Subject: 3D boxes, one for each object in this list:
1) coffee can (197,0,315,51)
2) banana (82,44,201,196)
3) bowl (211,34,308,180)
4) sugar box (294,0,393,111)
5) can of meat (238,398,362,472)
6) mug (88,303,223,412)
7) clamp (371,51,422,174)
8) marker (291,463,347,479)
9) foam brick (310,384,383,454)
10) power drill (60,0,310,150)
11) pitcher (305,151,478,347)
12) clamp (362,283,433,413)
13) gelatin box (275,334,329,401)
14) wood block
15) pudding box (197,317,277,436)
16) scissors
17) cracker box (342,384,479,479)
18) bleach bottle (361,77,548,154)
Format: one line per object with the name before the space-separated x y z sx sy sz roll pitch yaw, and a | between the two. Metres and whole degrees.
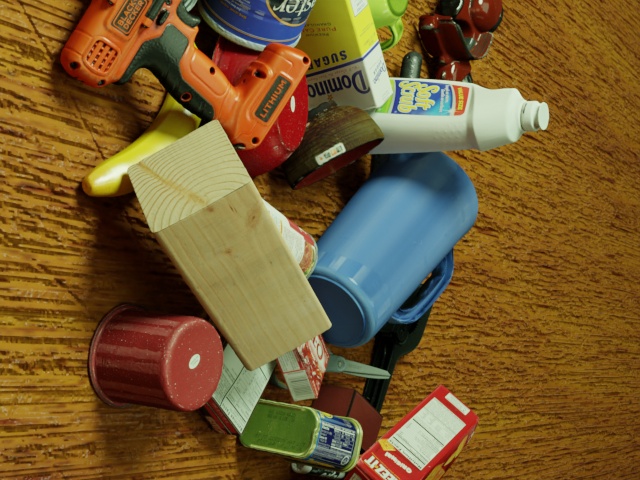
coffee can | -0.041 -0.257 0.966 0.102 0.103 0.140 -37 161 -50
banana | -0.144 -0.102 0.944 0.069 0.037 0.197 39 56 -26
bowl | -0.052 -0.133 1.030 0.162 0.055 0.162 3 90 -72
sugar box | 0.008 -0.219 1.113 0.048 0.093 0.176 -49 131 -43
can of meat | -0.022 0.199 1.096 0.083 0.102 0.057 30 68 -52
mug | -0.133 0.109 0.932 0.117 0.082 0.093 48 54 -48
clamp | 0.103 -0.146 1.317 0.171 0.039 0.120 -62 138 -33
marker | 0.006 0.262 1.220 0.121 0.020 0.020 29 69 -54
foam brick | 0.028 0.206 1.219 0.078 0.053 0.051 50 52 -47
power drill | -0.101 -0.177 0.899 0.187 0.057 0.184 33 89 -30
pitcher | 0.071 0.016 1.183 0.242 0.149 0.145 -47 170 -42
clamp | 0.081 0.107 1.307 0.209 0.036 0.164 -49 133 -38
gelatin box | -0.021 0.106 1.087 0.073 0.030 0.089 -70 146 -57
wood block | -0.076 0.010 0.931 0.090 0.091 0.206 -29 137 -1
pudding box | -0.086 0.121 1.047 0.113 0.039 0.090 -61 142 -32
scissors | 0.012 0.120 1.193 0.201 0.016 0.096 -3 89 -48
cracker box | 0.080 0.279 1.219 0.213 0.072 0.164 -29 153 -54
bleach bottle | 0.125 -0.138 1.156 0.102 0.251 0.068 -56 136 -39
